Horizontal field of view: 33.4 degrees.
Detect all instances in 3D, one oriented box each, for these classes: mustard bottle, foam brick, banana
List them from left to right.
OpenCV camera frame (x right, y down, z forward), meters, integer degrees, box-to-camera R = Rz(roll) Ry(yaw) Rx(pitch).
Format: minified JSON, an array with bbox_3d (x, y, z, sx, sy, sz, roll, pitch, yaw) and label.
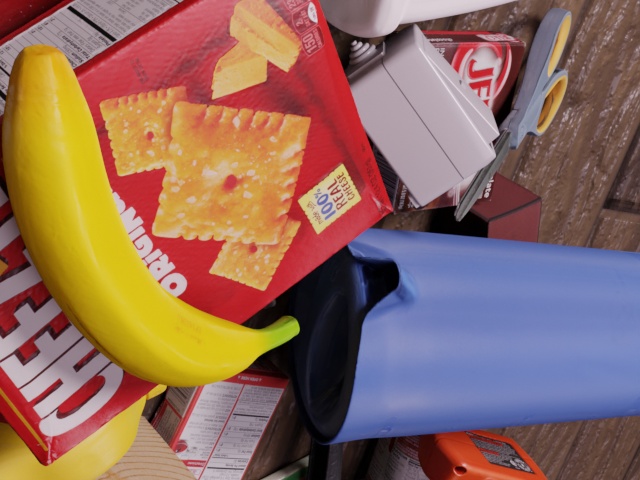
[{"bbox_3d":[-0.155,0.097,0.559,0.191,0.096,0.058,-28,130,-24],"label":"mustard bottle"},{"bbox_3d":[-0.077,0.009,0.433,0.069,0.037,0.197,-58,140,-19],"label":"banana"},{"bbox_3d":[0.119,0.001,0.757,0.051,0.053,0.078,-21,128,-29],"label":"foam brick"}]

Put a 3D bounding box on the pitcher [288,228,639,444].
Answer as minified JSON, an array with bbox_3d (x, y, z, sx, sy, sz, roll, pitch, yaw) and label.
[{"bbox_3d":[0.104,0.063,0.685,0.242,0.149,0.145,2,105,-18],"label":"pitcher"}]

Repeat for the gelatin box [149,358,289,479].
[{"bbox_3d":[-0.070,0.116,0.689,0.073,0.030,0.089,15,105,-45],"label":"gelatin box"}]

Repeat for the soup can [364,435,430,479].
[{"bbox_3d":[0.078,0.158,0.808,0.068,0.069,0.102,1,115,-40],"label":"soup can"}]

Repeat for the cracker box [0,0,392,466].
[{"bbox_3d":[-0.083,-0.023,0.483,0.213,0.072,0.164,-37,133,-16],"label":"cracker box"}]

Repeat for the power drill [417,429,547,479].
[{"bbox_3d":[0.061,0.216,0.755,0.184,0.057,0.188,18,112,-37],"label":"power drill"}]

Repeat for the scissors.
[{"bbox_3d":[0.126,-0.088,0.671,0.201,0.016,0.096,-38,139,-56],"label":"scissors"}]

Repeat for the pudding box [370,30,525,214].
[{"bbox_3d":[0.079,-0.078,0.686,0.089,0.039,0.113,-8,120,-36],"label":"pudding box"}]
